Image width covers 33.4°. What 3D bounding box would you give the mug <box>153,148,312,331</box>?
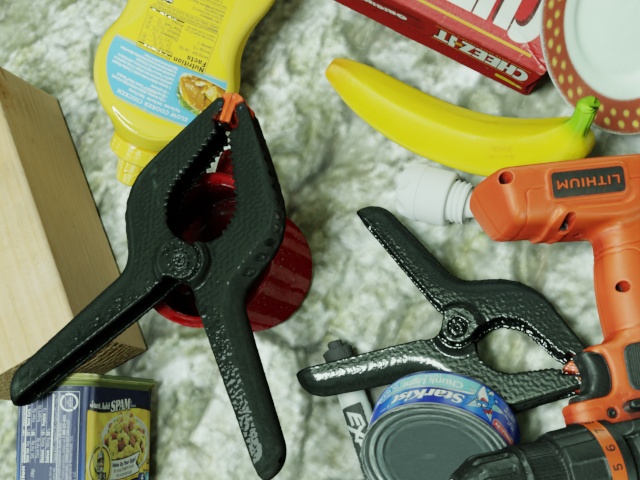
[{"bbox_3d":[-0.054,0.001,0.664,0.093,0.081,0.117,1,79,21],"label":"mug"}]

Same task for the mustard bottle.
[{"bbox_3d":[-0.095,-0.121,0.701,0.096,0.058,0.192,23,111,-6],"label":"mustard bottle"}]

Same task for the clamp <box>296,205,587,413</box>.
[{"bbox_3d":[0.072,0.062,0.621,0.172,0.039,0.120,25,85,22],"label":"clamp"}]

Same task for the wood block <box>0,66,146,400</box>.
[{"bbox_3d":[-0.207,-0.004,0.720,0.090,0.090,0.206,-29,70,13],"label":"wood block"}]

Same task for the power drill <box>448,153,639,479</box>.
[{"bbox_3d":[0.136,0.053,0.558,0.184,0.057,0.187,-7,72,-16],"label":"power drill"}]

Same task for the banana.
[{"bbox_3d":[0.086,-0.071,0.632,0.198,0.069,0.037,16,45,42],"label":"banana"}]

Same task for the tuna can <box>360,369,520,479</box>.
[{"bbox_3d":[0.067,0.114,0.594,0.086,0.033,0.086,8,124,13],"label":"tuna can"}]

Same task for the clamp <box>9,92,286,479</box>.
[{"bbox_3d":[-0.066,0.022,0.597,0.165,0.036,0.210,20,82,15],"label":"clamp"}]

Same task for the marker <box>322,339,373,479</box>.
[{"bbox_3d":[0.027,0.117,0.642,0.020,0.020,0.121,-24,71,15],"label":"marker"}]

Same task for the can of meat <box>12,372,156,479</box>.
[{"bbox_3d":[-0.145,0.127,0.663,0.057,0.102,0.084,-5,79,19],"label":"can of meat"}]
